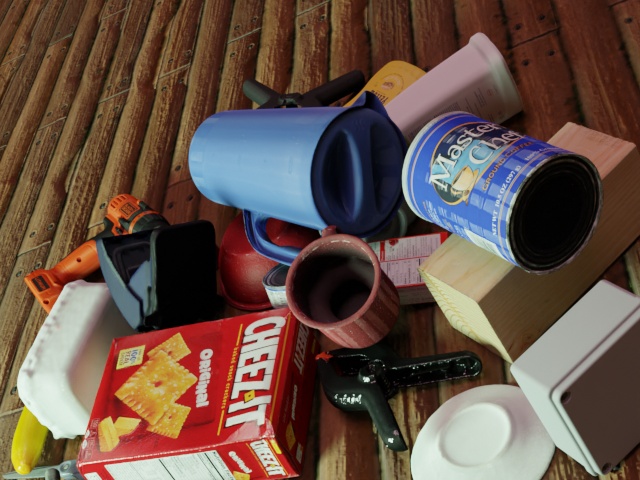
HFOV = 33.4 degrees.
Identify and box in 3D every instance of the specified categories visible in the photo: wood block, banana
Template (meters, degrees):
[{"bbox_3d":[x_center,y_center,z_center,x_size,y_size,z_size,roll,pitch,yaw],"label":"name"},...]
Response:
[{"bbox_3d":[0.202,-0.001,0.979,0.206,0.090,0.090,-43,37,-12],"label":"wood block"},{"bbox_3d":[-0.310,0.183,1.202,0.070,0.037,0.197,-45,21,46],"label":"banana"}]

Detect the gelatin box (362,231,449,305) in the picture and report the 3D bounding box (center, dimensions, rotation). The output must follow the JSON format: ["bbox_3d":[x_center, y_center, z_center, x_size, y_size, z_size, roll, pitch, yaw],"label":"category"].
[{"bbox_3d":[0.087,0.031,1.070,0.089,0.030,0.073,-8,41,11],"label":"gelatin box"}]

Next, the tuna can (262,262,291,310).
[{"bbox_3d":[-0.015,0.043,1.115,0.086,0.034,0.086,-18,18,6],"label":"tuna can"}]

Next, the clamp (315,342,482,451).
[{"bbox_3d":[0.065,0.126,0.984,0.120,0.039,0.172,-31,28,-22],"label":"clamp"}]

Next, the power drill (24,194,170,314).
[{"bbox_3d":[-0.273,0.028,1.354,0.187,0.057,0.185,-40,32,-12],"label":"power drill"}]

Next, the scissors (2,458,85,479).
[{"bbox_3d":[-0.260,0.253,1.114,0.202,0.016,0.096,-22,37,17],"label":"scissors"}]

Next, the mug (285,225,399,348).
[{"bbox_3d":[0.023,0.042,1.004,0.093,0.081,0.117,-21,60,14],"label":"mug"}]

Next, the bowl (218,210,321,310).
[{"bbox_3d":[-0.058,0.001,1.213,0.162,0.055,0.162,-22,37,17],"label":"bowl"}]

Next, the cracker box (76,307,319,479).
[{"bbox_3d":[-0.118,0.158,1.049,0.214,0.072,0.164,-12,41,19],"label":"cracker box"}]

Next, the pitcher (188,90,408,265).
[{"bbox_3d":[-0.036,-0.071,1.134,0.149,0.145,0.243,-38,29,-30],"label":"pitcher"}]

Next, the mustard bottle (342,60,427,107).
[{"bbox_3d":[0.052,-0.132,1.278,0.191,0.058,0.096,-43,45,-12],"label":"mustard bottle"}]

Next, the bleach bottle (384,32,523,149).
[{"bbox_3d":[0.097,-0.122,1.192,0.251,0.102,0.068,-32,44,5],"label":"bleach bottle"}]

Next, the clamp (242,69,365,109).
[{"bbox_3d":[-0.045,-0.168,1.347,0.165,0.036,0.209,0,29,18],"label":"clamp"}]

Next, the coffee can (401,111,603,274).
[{"bbox_3d":[0.150,-0.043,0.900,0.102,0.102,0.140,-43,37,-12],"label":"coffee can"}]
